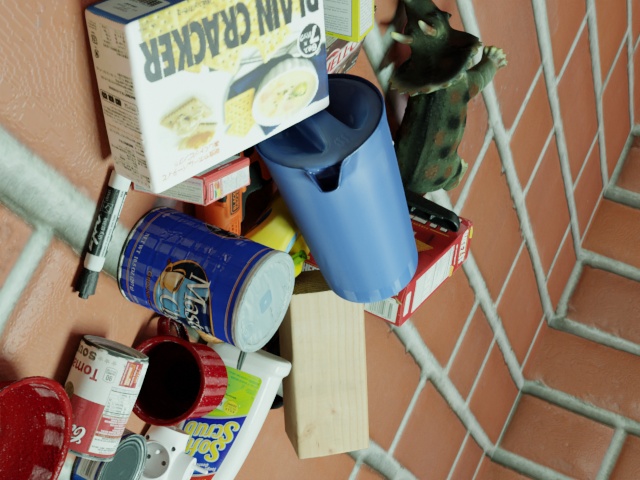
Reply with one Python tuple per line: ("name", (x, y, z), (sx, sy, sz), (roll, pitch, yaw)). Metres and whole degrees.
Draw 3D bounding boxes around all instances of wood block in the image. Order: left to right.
("wood block", (0.002, 0.146, 1.289), (0.091, 0.090, 0.206), (-136, -139, -71))

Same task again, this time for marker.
("marker", (-0.198, -0.005, 0.969), (0.020, 0.020, 0.121), (8, 101, -66))

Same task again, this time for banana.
("banana", (-0.022, 0.004, 1.297), (0.037, 0.070, 0.197), (54, 22, -14))

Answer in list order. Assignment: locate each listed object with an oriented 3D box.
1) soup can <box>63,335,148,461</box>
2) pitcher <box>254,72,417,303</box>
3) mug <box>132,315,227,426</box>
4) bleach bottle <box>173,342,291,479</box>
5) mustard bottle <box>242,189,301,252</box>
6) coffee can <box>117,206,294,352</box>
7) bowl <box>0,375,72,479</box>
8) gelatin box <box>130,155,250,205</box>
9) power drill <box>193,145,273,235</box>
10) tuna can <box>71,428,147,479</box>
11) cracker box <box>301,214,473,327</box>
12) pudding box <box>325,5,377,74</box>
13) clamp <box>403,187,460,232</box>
("soup can", (-0.210, 0.148, 1.007), (0.068, 0.069, 0.102), (22, 89, -67))
("pitcher", (0.027, -0.053, 1.121), (0.149, 0.145, 0.243), (-49, 142, -23))
("mug", (-0.150, 0.135, 1.120), (0.081, 0.093, 0.117), (23, 54, -71))
("bleach bottle", (-0.124, 0.240, 1.226), (0.068, 0.102, 0.251), (26, 85, -80))
("mustard bottle", (-0.058, 0.001, 1.181), (0.096, 0.058, 0.191), (-46, -174, 41))
("coffee can", (-0.110, 0.037, 1.040), (0.102, 0.140, 0.103), (-47, 148, -42))
("bowl", (-0.281, 0.180, 0.892), (0.161, 0.055, 0.162), (-47, 148, -42))
("gelatin box", (-0.122, -0.061, 0.999), (0.073, 0.089, 0.030), (-32, 127, -54))
("power drill", (-0.072, -0.105, 1.120), (0.187, 0.057, 0.184), (-42, 145, -44))
("tuna can", (-0.218, 0.234, 1.104), (0.086, 0.034, 0.086), (-47, 148, -42))
("cracker box", (0.086, 0.012, 1.422), (0.213, 0.164, 0.072), (-38, 144, -50))
("pudding box", (0.011, -0.214, 1.200), (0.113, 0.039, 0.090), (-50, 170, -40))
("clamp", (0.051, -0.055, 1.303), (0.164, 0.210, 0.036), (-26, 145, -9))
